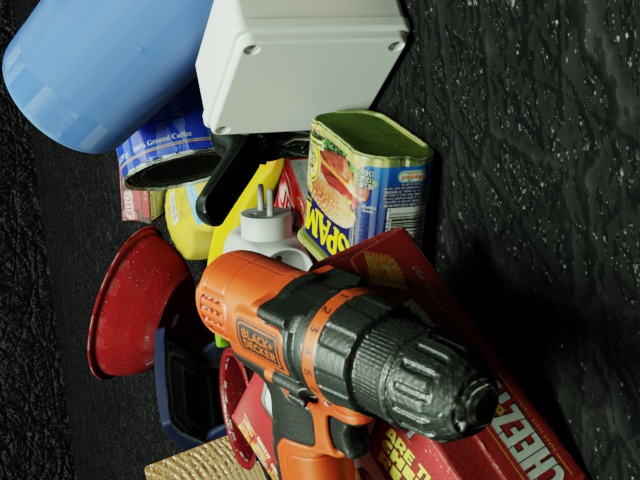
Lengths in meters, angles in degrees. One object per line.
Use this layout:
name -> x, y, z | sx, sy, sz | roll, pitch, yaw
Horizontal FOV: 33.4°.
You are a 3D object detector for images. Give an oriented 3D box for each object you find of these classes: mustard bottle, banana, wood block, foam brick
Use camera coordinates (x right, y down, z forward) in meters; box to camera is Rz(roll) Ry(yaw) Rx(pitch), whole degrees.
mustard bottle -> -0.101, -0.051, 0.994 | 0.192, 0.058, 0.096 | 136, 129, -66
banana -> -0.065, -0.005, 0.922 | 0.070, 0.037, 0.198 | 48, 131, 46
wood block -> -0.082, 0.256, 0.926 | 0.206, 0.090, 0.090 | 87, 160, -57
foam brick -> -0.135, 0.101, 1.153 | 0.053, 0.051, 0.078 | 113, 144, -53

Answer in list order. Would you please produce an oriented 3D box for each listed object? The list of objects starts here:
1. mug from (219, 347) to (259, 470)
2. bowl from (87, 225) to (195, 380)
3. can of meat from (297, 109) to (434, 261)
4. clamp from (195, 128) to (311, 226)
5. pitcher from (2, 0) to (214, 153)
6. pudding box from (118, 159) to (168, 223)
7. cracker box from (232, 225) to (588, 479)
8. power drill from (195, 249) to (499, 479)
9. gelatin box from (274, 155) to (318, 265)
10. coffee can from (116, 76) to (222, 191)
mug -> -0.022, 0.128, 0.810 | 0.117, 0.081, 0.093 | -125, 34, -52
bowl -> -0.168, 0.070, 1.062 | 0.162, 0.055, 0.162 | 18, -90, -78
can of meat -> 0.028, -0.027, 0.659 | 0.102, 0.057, 0.084 | -134, 44, -57
clamp -> -0.049, -0.069, 0.779 | 0.171, 0.120, 0.039 | -127, 16, -60
pitcher -> -0.119, -0.176, 0.725 | 0.243, 0.144, 0.149 | -40, 73, 30
pudding box -> -0.165, -0.077, 1.100 | 0.113, 0.039, 0.090 | -39, -46, -60
cracker box -> 0.037, 0.116, 0.611 | 0.164, 0.072, 0.214 | 55, 150, 17
power drill -> 0.019, 0.104, 0.502 | 0.185, 0.057, 0.187 | 22, 128, 51
gelatin box -> -0.008, -0.009, 0.799 | 0.073, 0.030, 0.089 | 108, 147, -50
coffee can -> -0.126, -0.122, 0.872 | 0.103, 0.102, 0.140 | 144, 114, -68
